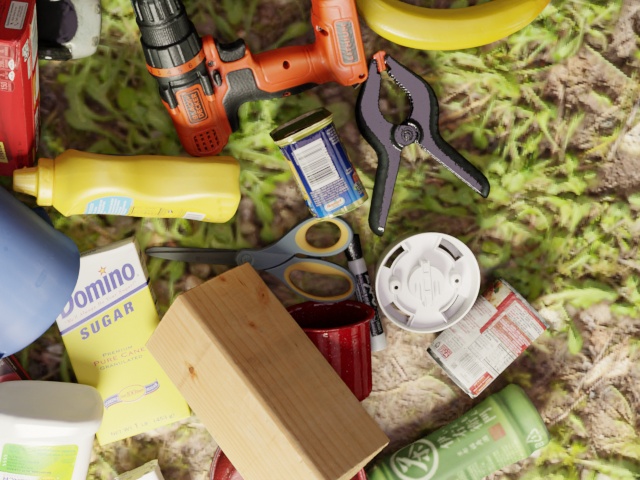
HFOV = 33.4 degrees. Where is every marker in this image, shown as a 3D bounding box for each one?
[{"bbox_3d":[0.042,0.048,1.033,0.020,0.020,0.121,-16,100,-4],"label":"marker"}]

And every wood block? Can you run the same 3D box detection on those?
[{"bbox_3d":[-0.050,0.135,0.942,0.206,0.090,0.091,51,135,14],"label":"wood block"}]

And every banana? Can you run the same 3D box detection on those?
[{"bbox_3d":[0.117,-0.211,0.991,0.197,0.037,0.070,5,99,-7],"label":"banana"}]

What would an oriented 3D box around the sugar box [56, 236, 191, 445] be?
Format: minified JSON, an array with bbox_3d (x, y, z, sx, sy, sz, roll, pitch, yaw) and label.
[{"bbox_3d":[-0.190,0.093,1.002,0.093,0.048,0.176,-18,102,-3],"label":"sugar box"}]

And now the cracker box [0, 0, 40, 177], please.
[{"bbox_3d":[-0.348,-0.137,0.893,0.213,0.072,0.164,6,141,-8],"label":"cracker box"}]

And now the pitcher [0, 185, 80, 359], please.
[{"bbox_3d":[-0.323,-0.007,0.869,0.145,0.149,0.242,-42,132,-1],"label":"pitcher"}]

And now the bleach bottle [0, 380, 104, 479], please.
[{"bbox_3d":[-0.267,0.252,0.992,0.102,0.068,0.251,6,115,-15],"label":"bleach bottle"}]

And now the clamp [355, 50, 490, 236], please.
[{"bbox_3d":[0.073,-0.090,1.005,0.120,0.039,0.171,-29,95,-6],"label":"clamp"}]

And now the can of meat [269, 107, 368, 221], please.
[{"bbox_3d":[-0.001,-0.069,0.969,0.057,0.102,0.084,-26,103,-1],"label":"can of meat"}]

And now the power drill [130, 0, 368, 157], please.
[{"bbox_3d":[-0.060,-0.174,0.936,0.187,0.057,0.184,-19,134,-3],"label":"power drill"}]

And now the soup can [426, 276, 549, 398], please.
[{"bbox_3d":[0.161,0.094,1.029,0.102,0.068,0.068,-45,101,2],"label":"soup can"}]

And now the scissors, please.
[{"bbox_3d":[-0.057,0.001,1.007,0.201,0.016,0.096,19,105,-4],"label":"scissors"}]

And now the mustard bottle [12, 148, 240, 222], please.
[{"bbox_3d":[-0.172,-0.048,0.941,0.191,0.096,0.058,1,83,-17],"label":"mustard bottle"}]

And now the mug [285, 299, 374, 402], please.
[{"bbox_3d":[-0.004,0.107,1.009,0.117,0.093,0.081,1,105,19],"label":"mug"}]
